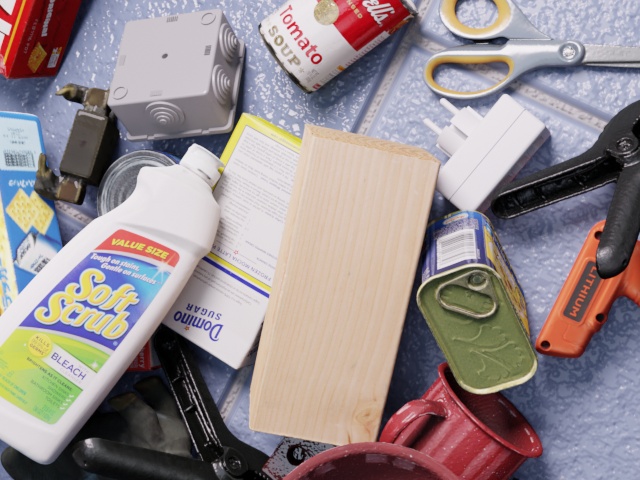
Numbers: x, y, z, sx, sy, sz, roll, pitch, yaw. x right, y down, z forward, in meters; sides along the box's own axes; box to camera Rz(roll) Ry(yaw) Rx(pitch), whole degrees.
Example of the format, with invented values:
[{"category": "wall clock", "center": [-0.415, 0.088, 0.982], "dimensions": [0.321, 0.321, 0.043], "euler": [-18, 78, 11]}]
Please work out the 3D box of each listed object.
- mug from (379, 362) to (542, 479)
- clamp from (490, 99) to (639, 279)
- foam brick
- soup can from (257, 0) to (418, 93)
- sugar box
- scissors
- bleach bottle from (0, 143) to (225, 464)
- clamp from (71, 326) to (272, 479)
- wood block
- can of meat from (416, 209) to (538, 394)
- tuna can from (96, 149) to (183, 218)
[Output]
[{"category": "mug", "center": [0.087, 0.144, 0.749], "dimensions": [0.081, 0.117, 0.093], "euler": [-52, 45, 15]}, {"category": "clamp", "center": [0.210, -0.044, 0.715], "dimensions": [0.171, 0.039, 0.120], "euler": [-36, 44, -1]}, {"category": "foam brick", "center": [0.005, 0.172, 0.803], "dimensions": [0.078, 0.051, 0.053], "euler": [37, 99, 15]}, {"category": "soup can", "center": [0.012, -0.166, 0.797], "dimensions": [0.102, 0.068, 0.068], "euler": [-35, 80, 15]}, {"category": "sugar box", "center": [-0.055, 0.001, 0.828], "dimensions": [0.093, 0.048, 0.176], "euler": [31, 101, 15]}, {"category": "scissors", "center": [0.170, -0.153, 0.774], "dimensions": [0.202, 0.016, 0.096], "euler": [-10, 86, 17]}, {"category": "bleach bottle", "center": [-0.161, 0.033, 0.780], "dimensions": [0.102, 0.068, 0.251], "euler": [36, 83, -6]}, {"category": "clamp", "center": [-0.077, 0.166, 0.803], "dimensions": [0.210, 0.164, 0.036], "euler": [42, 120, -15]}, {"category": "wood block", "center": [0.013, 0.030, 0.755], "dimensions": [0.090, 0.090, 0.206], "euler": [11, 101, -5]}, {"category": "can of meat", "center": [0.107, 0.039, 0.736], "dimensions": [0.057, 0.084, 0.102], "euler": [-21, 117, 17]}, {"category": "tuna can", "center": [-0.136, -0.030, 0.859], "dimensions": [0.086, 0.033, 0.086], "euler": [0, 89, 17]}]
